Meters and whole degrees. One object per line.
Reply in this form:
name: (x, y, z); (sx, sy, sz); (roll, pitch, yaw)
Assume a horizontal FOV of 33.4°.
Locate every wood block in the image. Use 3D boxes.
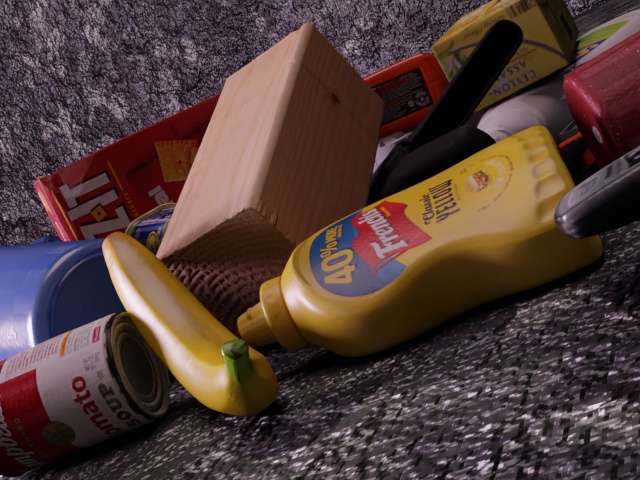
wood block: (-0.026, -0.041, 0.713); (0.090, 0.090, 0.206); (-29, 29, 32)

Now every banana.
banana: (-0.068, 0.048, 0.572); (0.037, 0.069, 0.198); (-23, 25, -23)

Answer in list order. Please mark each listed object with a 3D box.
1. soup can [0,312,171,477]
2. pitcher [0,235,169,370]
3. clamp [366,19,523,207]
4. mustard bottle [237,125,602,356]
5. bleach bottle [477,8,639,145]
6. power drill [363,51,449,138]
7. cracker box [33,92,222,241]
soup can: (-0.147, 0.090, 0.626); (0.102, 0.068, 0.068); (-23, 8, 14)
pitcher: (-0.203, 0.070, 0.780); (0.144, 0.149, 0.243); (-13, 3, -34)
clamp: (0.064, -0.047, 0.743); (0.210, 0.036, 0.164); (-49, 10, 32)
mustard bottle: (0.043, 0.011, 0.557); (0.192, 0.058, 0.096); (-25, 32, 14)
bleach bottle: (0.209, -0.121, 0.907); (0.103, 0.068, 0.250); (-19, 12, 46)
power drill: (0.061, -0.134, 1.016); (0.184, 0.057, 0.187); (-24, 8, 13)
cracker box: (-0.120, -0.026, 0.952); (0.213, 0.164, 0.072); (-28, 6, -16)
